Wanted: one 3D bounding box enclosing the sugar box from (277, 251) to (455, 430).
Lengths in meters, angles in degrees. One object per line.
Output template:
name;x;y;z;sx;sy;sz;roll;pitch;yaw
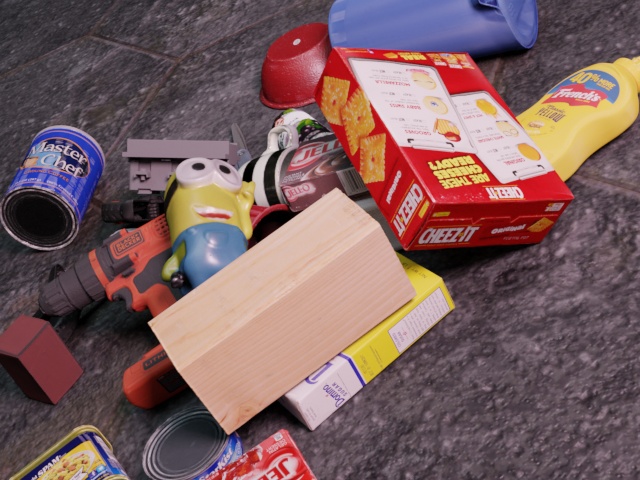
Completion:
sugar box;0.027;0.085;0.978;0.176;0.048;0.093;-38;35;-16

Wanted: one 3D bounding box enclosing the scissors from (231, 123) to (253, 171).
scissors;-0.110;-0.091;1.336;0.096;0.016;0.202;-34;34;-9

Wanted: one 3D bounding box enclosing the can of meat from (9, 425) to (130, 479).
can of meat;-0.220;0.228;0.952;0.102;0.057;0.084;-37;37;-13

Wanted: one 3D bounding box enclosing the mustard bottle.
mustard bottle;0.264;-0.127;1.084;0.191;0.058;0.096;-37;34;-15

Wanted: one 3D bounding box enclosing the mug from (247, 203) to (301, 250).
mug;-0.057;0.001;1.121;0.117;0.093;0.082;-19;19;-37

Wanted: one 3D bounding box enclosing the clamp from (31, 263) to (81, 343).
clamp;-0.289;0.075;1.213;0.120;0.039;0.171;-27;34;34

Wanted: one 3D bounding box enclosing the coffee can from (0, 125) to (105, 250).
coffee can;-0.349;-0.070;1.397;0.103;0.102;0.140;-15;36;18

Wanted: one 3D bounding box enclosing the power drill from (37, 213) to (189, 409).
power drill;-0.187;0.074;1.079;0.184;0.057;0.188;-31;56;3

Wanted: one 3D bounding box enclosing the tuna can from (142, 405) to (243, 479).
tuna can;-0.112;0.190;0.947;0.086;0.033;0.086;-19;35;13

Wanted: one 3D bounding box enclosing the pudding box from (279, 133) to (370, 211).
pudding box;0.023;-0.078;1.083;0.114;0.039;0.090;-12;32;23

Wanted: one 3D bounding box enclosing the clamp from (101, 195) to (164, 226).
clamp;-0.203;-0.034;1.247;0.164;0.036;0.210;-1;1;-43

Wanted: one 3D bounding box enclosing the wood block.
wood block;-0.033;0.059;0.935;0.206;0.090;0.090;-36;35;-7

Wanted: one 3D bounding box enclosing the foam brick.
foam brick;-0.297;0.126;1.123;0.053;0.078;0.051;8;47;38

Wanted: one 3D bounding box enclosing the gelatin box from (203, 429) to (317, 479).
gelatin box;-0.049;0.207;0.883;0.089;0.030;0.073;-32;34;-6

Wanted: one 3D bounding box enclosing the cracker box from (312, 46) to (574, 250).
cracker box;0.110;-0.089;1.004;0.163;0.072;0.214;-3;48;-31

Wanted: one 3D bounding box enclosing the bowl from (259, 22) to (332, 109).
bowl;-0.020;-0.247;1.445;0.162;0.055;0.162;-19;34;13

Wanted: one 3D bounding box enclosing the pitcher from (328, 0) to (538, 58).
pitcher;0.141;-0.277;1.323;0.243;0.149;0.145;-9;53;31
